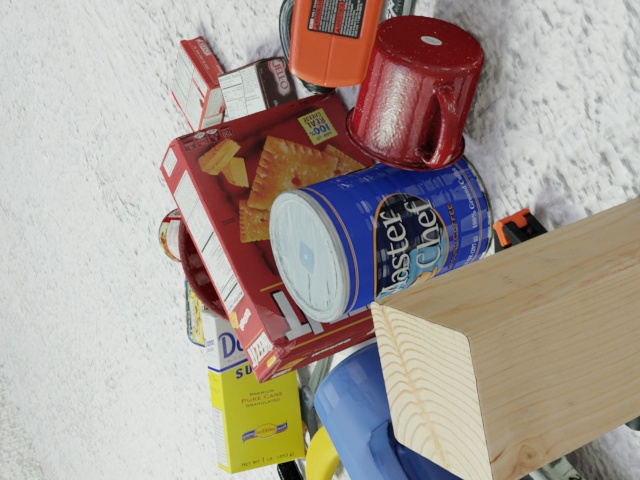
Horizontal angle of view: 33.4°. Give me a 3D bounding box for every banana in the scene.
[{"bbox_3d":[0.020,0.222,1.122,0.198,0.037,0.069,139,123,-60],"label":"banana"}]

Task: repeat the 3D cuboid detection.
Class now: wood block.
[{"bbox_3d":[0.143,0.051,0.611,0.090,0.205,0.091,17,122,58],"label":"wood block"}]

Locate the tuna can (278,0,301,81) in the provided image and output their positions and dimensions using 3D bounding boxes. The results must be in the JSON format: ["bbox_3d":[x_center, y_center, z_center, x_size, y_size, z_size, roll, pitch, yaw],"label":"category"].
[{"bbox_3d":[-0.001,-0.176,0.919,0.086,0.033,0.086,40,140,45],"label":"tuna can"}]

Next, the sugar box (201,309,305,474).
[{"bbox_3d":[-0.073,0.158,1.170,0.048,0.093,0.176,9,106,63],"label":"sugar box"}]

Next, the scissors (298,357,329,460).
[{"bbox_3d":[-0.022,0.164,1.194,0.096,0.016,0.202,45,143,40],"label":"scissors"}]

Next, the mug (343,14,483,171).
[{"bbox_3d":[0.072,-0.102,0.764,0.117,0.093,0.082,-106,22,-47],"label":"mug"}]

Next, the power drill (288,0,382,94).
[{"bbox_3d":[0.010,-0.174,0.772,0.187,0.057,0.184,-90,7,-64],"label":"power drill"}]

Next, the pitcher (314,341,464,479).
[{"bbox_3d":[0.090,0.200,0.884,0.243,0.144,0.149,57,147,31],"label":"pitcher"}]

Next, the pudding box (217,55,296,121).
[{"bbox_3d":[-0.055,-0.119,1.050,0.090,0.039,0.113,1,106,62],"label":"pudding box"}]

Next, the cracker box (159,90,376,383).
[{"bbox_3d":[-0.018,-0.009,0.916,0.214,0.164,0.072,63,154,14],"label":"cracker box"}]

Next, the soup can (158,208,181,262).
[{"bbox_3d":[-0.139,-0.006,1.245,0.102,0.068,0.068,2,109,60],"label":"soup can"}]

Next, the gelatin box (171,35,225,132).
[{"bbox_3d":[-0.131,-0.167,1.168,0.073,0.030,0.089,59,150,25],"label":"gelatin box"}]

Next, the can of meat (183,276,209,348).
[{"bbox_3d":[-0.124,0.081,1.269,0.084,0.057,0.102,2,94,64],"label":"can of meat"}]

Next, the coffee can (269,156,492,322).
[{"bbox_3d":[0.046,-0.008,0.823,0.103,0.140,0.103,40,140,45],"label":"coffee can"}]
